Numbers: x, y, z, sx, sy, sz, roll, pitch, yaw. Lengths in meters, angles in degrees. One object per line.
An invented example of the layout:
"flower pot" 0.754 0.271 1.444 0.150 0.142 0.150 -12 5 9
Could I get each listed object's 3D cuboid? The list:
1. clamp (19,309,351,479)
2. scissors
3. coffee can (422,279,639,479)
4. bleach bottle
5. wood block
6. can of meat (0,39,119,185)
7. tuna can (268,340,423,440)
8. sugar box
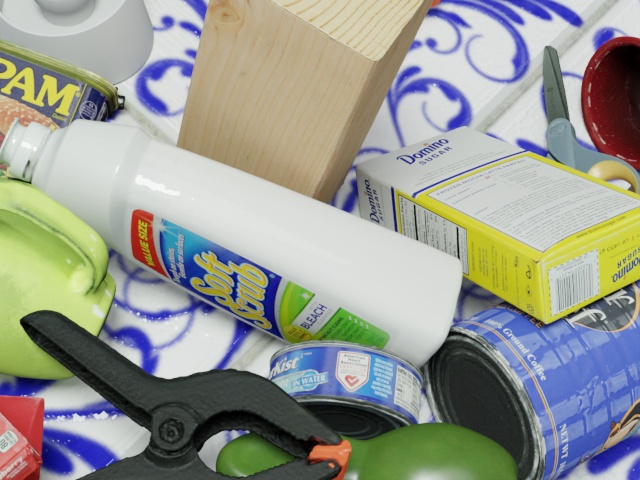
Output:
"clamp" -0.075 0.102 0.487 0.171 0.039 0.120 12 65 7
"scissors" 0.182 -0.070 0.730 0.016 0.096 0.201 48 48 -40
"coffee can" 0.145 0.072 0.617 0.140 0.103 0.103 -21 69 -25
"bleach bottle" -0.054 0.001 0.587 0.250 0.103 0.068 23 59 -9
"wood block" -0.016 -0.085 0.600 0.091 0.206 0.090 32 58 4
"can of meat" -0.180 -0.064 0.620 0.102 0.057 0.084 20 76 -4
"tuna can" 0.012 0.087 0.582 0.086 0.086 0.033 13 60 -9
"sugar box" 0.107 -0.016 0.635 0.093 0.048 0.176 -21 27 -24
